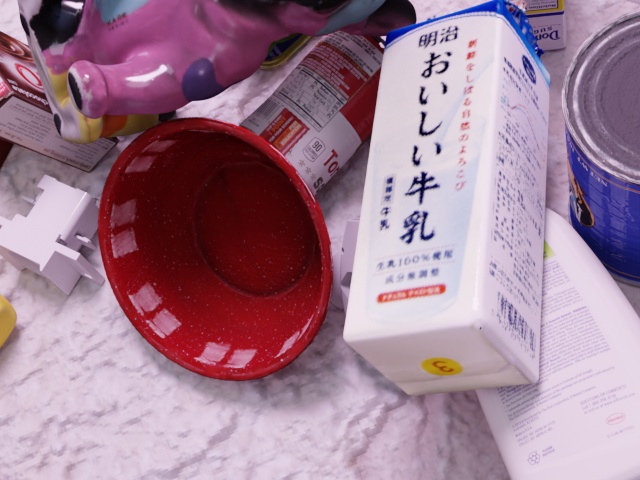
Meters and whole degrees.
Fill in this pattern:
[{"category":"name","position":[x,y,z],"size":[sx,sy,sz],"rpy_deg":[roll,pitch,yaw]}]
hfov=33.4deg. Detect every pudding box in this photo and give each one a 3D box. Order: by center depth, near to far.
[{"category":"pudding box","position":[-0.200,-0.099,0.721],"size":[0.039,0.113,0.090],"rpy_deg":[-47,63,13]}]

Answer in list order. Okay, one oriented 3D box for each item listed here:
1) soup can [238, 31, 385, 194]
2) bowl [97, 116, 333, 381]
[{"category":"soup can","position":[0.003,-0.084,0.685],"size":[0.069,0.068,0.102],"rpy_deg":[40,82,26]},{"category":"bowl","position":[-0.054,0.001,0.646],"size":[0.162,0.055,0.162],"rpy_deg":[8,109,25]}]
